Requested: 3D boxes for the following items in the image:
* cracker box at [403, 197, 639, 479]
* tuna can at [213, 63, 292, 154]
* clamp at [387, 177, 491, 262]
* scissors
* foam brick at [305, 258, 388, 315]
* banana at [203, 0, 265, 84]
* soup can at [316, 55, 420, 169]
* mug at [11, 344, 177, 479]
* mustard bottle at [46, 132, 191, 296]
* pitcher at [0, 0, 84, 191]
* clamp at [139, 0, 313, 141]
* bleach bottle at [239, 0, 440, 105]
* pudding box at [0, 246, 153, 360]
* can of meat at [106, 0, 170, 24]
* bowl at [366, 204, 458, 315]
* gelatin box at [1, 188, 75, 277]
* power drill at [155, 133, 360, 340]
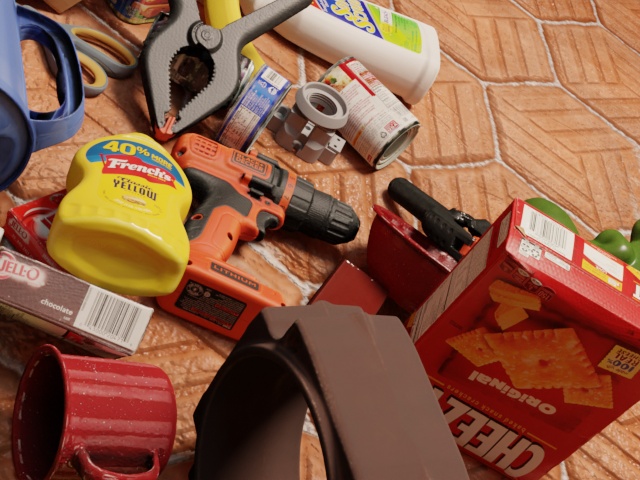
[{"bbox_3d":[0.160,0.091,0.848,0.164,0.214,0.072,30,41,-6],"label":"cracker box"},{"bbox_3d":[-0.063,-0.121,0.999,0.033,0.086,0.086,35,39,-4],"label":"tuna can"},{"bbox_3d":[0.120,-0.016,1.026,0.120,0.039,0.171,22,11,-3],"label":"clamp"},{"bbox_3d":[-0.266,-0.191,0.978,0.201,0.016,0.096,23,41,-15],"label":"scissors"},{"bbox_3d":[0.013,0.063,0.896,0.051,0.053,0.078,37,39,2],"label":"foam brick"},{"bbox_3d":[-0.086,-0.230,1.104,0.070,0.037,0.198,-10,69,10],"label":"banana"},{"bbox_3d":[0.046,-0.131,1.101,0.102,0.069,0.068,46,40,12],"label":"soup can"},{"bbox_3d":[-0.141,0.123,0.690,0.081,0.093,0.117,11,17,-34],"label":"mug"},{"bbox_3d":[-0.146,-0.033,0.809,0.096,0.058,0.191,18,26,-14],"label":"mustard bottle"},{"bbox_3d":[-0.286,-0.153,0.838,0.149,0.145,0.243,39,26,-43],"label":"pitcher"},{"bbox_3d":[-0.116,-0.193,0.988,0.164,0.036,0.210,30,74,-10],"label":"clamp"},{"bbox_3d":[0.008,-0.239,1.188,0.250,0.068,0.102,19,42,-16],"label":"bleach bottle"},{"bbox_3d":[-0.181,0.046,0.743,0.113,0.090,0.039,26,75,-14],"label":"pudding box"},{"bbox_3d":[-0.160,-0.270,1.077,0.101,0.084,0.057,-20,64,-46],"label":"can of meat"},{"bbox_3d":[0.096,0.037,0.950,0.162,0.055,0.162,36,7,-5],"label":"bowl"},{"bbox_3d":[-0.191,-0.004,0.834,0.073,0.030,0.089,47,40,14],"label":"gelatin box"},{"bbox_3d":[-0.056,0.001,0.907,0.184,0.057,0.187,22,38,-11],"label":"power drill"}]
